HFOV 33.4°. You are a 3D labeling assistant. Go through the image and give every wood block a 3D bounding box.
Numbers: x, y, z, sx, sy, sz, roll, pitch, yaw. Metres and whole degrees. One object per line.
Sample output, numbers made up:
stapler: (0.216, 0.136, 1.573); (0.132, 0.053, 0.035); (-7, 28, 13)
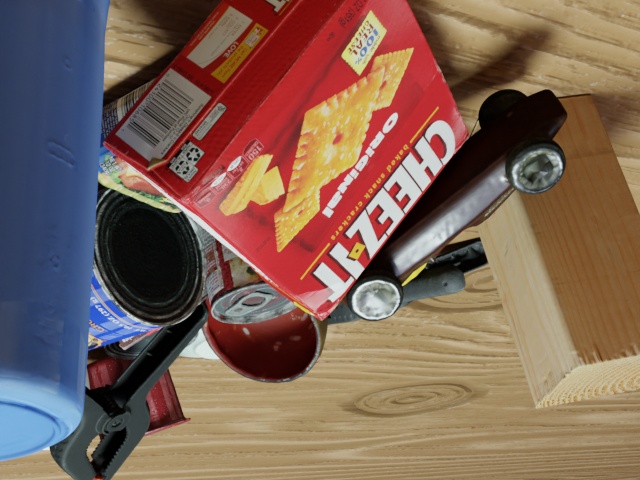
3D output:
wood block: (0.180, 0.006, 0.785); (0.090, 0.206, 0.090); (-8, 155, -12)

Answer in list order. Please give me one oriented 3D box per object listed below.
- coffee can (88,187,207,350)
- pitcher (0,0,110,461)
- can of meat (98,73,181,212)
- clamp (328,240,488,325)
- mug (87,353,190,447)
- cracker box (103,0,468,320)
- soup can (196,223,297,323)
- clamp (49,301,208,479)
coffee can: (-0.164, 0.025, 0.744); (0.141, 0.103, 0.102); (-19, 157, 37)
pitcher: (-0.170, -0.030, 0.487); (0.149, 0.243, 0.145); (2, 152, -16)
can of meat: (-0.088, -0.064, 0.681); (0.084, 0.057, 0.102); (-23, 154, 25)
clamp: (0.078, 0.040, 0.989); (0.172, 0.039, 0.120); (-16, 180, 33)
mug: (-0.181, 0.151, 1.040); (0.093, 0.081, 0.117); (-19, 172, 0)
cracker box: (-0.004, -0.060, 0.626); (0.164, 0.072, 0.213); (-51, 151, -4)
soup can: (-0.055, 0.001, 0.777); (0.068, 0.102, 0.068); (-11, 155, -6)
clamp: (-0.175, 0.138, 0.919); (0.164, 0.036, 0.210); (-21, 142, -33)
